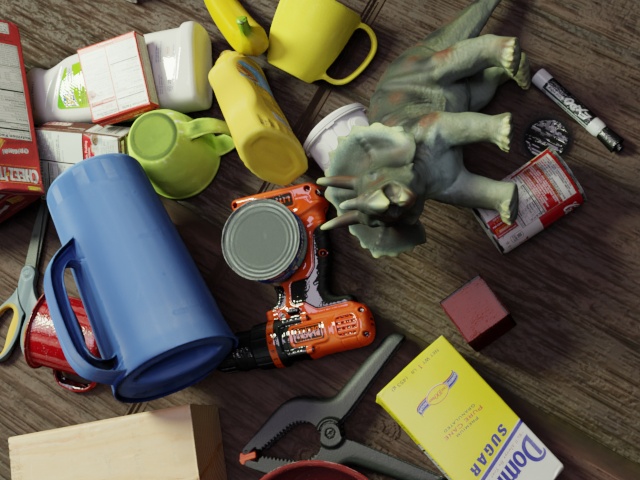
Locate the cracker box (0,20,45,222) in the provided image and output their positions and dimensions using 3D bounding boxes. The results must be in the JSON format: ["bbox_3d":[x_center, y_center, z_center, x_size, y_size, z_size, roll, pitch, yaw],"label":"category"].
[{"bbox_3d":[-0.400,-0.126,1.235,0.164,0.071,0.214,-25,72,41],"label":"cracker box"}]

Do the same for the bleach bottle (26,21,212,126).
[{"bbox_3d":[-0.253,-0.187,1.246,0.251,0.068,0.102,-5,80,16],"label":"bleach bottle"}]

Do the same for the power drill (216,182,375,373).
[{"bbox_3d":[-0.044,0.043,1.149,0.184,0.057,0.187,-13,78,11],"label":"power drill"}]

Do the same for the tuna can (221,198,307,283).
[{"bbox_3d":[-0.057,0.001,1.111,0.086,0.033,0.086,-3,79,17],"label":"tuna can"}]

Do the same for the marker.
[{"bbox_3d":[0.271,-0.135,1.121,0.020,0.020,0.121,-45,72,2],"label":"marker"}]

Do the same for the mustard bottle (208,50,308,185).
[{"bbox_3d":[-0.078,-0.149,1.167,0.058,0.096,0.192,-38,46,14],"label":"mustard bottle"}]

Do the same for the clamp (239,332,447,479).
[{"bbox_3d":[0.021,0.208,1.107,0.210,0.036,0.164,-24,73,5],"label":"clamp"}]

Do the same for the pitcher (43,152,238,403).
[{"bbox_3d":[-0.198,0.035,1.087,0.145,0.149,0.243,-28,69,0],"label":"pitcher"}]

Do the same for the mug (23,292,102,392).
[{"bbox_3d":[-0.269,0.117,1.181,0.081,0.093,0.117,13,113,12],"label":"mug"}]

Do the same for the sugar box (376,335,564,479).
[{"bbox_3d":[0.147,0.190,1.057,0.093,0.048,0.176,-42,77,-8],"label":"sugar box"}]

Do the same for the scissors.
[{"bbox_3d":[-0.325,0.054,1.239,0.096,0.016,0.202,24,86,16],"label":"scissors"}]

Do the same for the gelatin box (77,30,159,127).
[{"bbox_3d":[-0.224,-0.179,1.187,0.073,0.030,0.089,-15,83,15],"label":"gelatin box"}]

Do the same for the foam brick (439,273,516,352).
[{"bbox_3d":[0.159,0.074,1.077,0.051,0.078,0.053,-37,70,5],"label":"foam brick"}]

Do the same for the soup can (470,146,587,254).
[{"bbox_3d":[0.211,-0.040,1.092,0.102,0.068,0.068,-34,73,6],"label":"soup can"}]

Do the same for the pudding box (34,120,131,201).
[{"bbox_3d":[-0.268,-0.086,1.223,0.114,0.039,0.090,7,112,17],"label":"pudding box"}]

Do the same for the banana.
[{"bbox_3d":[-0.094,-0.248,1.195,0.037,0.069,0.198,-23,32,-9],"label":"banana"}]

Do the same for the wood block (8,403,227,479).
[{"bbox_3d":[-0.214,0.236,1.134,0.206,0.090,0.090,-12,77,12],"label":"wood block"}]
